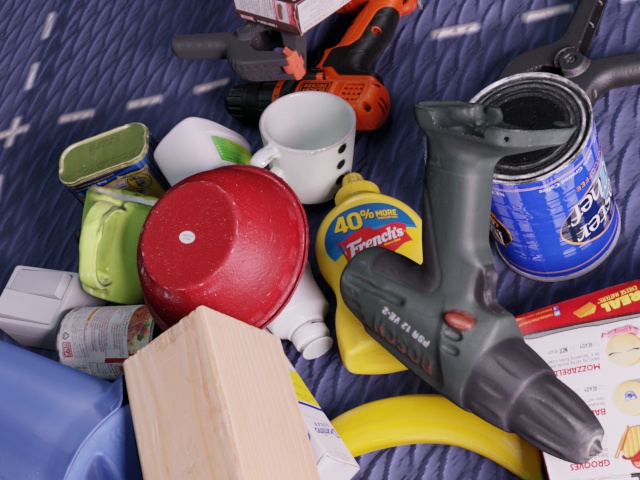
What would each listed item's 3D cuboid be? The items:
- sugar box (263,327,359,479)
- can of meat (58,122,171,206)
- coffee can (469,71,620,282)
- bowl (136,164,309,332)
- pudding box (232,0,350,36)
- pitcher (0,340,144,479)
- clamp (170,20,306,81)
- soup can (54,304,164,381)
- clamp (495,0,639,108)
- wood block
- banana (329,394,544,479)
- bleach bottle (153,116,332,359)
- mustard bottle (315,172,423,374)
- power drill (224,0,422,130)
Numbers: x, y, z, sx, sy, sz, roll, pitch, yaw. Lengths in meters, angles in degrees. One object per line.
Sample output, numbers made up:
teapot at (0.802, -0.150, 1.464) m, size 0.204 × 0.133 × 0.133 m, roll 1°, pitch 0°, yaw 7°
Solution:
sugar box at (-0.050, 0.145, 0.842) m, size 0.093 × 0.048 × 0.176 m, roll -51°, pitch 43°, yaw 12°
can of meat at (-0.194, -0.062, 1.047) m, size 0.102 × 0.084 × 0.057 m, roll -19°, pitch 52°, yaw 13°
coffee can at (0.171, -0.046, 0.828) m, size 0.103 × 0.140 × 0.103 m, roll -12°, pitch 53°, yaw 17°
bowl at (-0.093, 0.004, 0.866) m, size 0.162 × 0.055 × 0.162 m, roll -10°, pitch 67°, yaw 24°
pudding box at (-0.017, -0.246, 1.026) m, size 0.090 × 0.039 × 0.113 m, roll 23°, pitch 53°, yaw 37°
pitcher at (-0.231, 0.171, 0.882) m, size 0.243 × 0.145 × 0.149 m, roll 16°, pitch 57°, yaw 39°
clamp at (-0.061, -0.206, 1.054) m, size 0.172 × 0.039 × 0.120 m, roll 29°, pitch 73°, yaw 40°
soup can at (-0.174, 0.091, 0.943) m, size 0.102 × 0.068 × 0.068 m, roll -4°, pitch 56°, yaw 24°
clamp at (0.233, -0.147, 0.936) m, size 0.210 × 0.036 × 0.165 m, roll -40°, pitch 50°, yaw -2°
wood block at (-0.064, 0.162, 0.751) m, size 0.090 × 0.090 × 0.206 m, roll -36°, pitch 51°, yaw 23°
banana at (0.081, 0.148, 0.803) m, size 0.198 × 0.037 × 0.069 m, roll 5°, pitch 61°, yaw 28°
bleach bottle at (-0.056, 0.001, 0.943) m, size 0.068 × 0.102 × 0.251 m, roll -44°, pitch 57°, yaw 17°
mustard bottle at (0.047, 0.017, 0.894) m, size 0.096 × 0.058 × 0.191 m, roll -13°, pitch 51°, yaw -2°
power drill at (0.008, -0.188, 1.059) m, size 0.185 × 0.057 × 0.187 m, roll 8°, pitch 63°, yaw 33°
